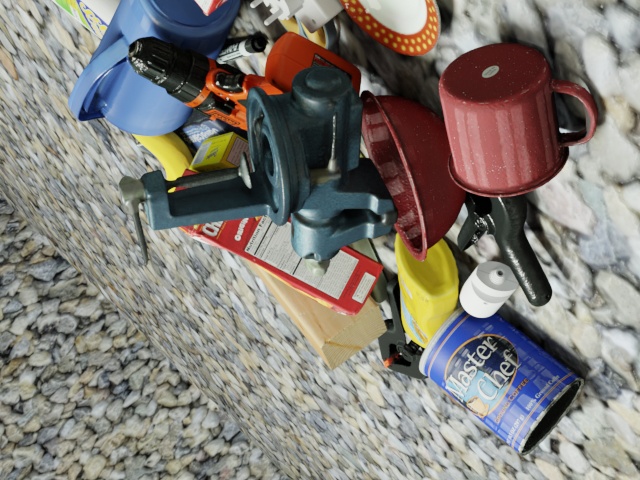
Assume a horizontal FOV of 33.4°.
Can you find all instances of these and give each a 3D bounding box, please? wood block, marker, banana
[{"bbox_3d":[-0.016,0.050,1.358,0.206,0.090,0.091,51,172,26],"label":"wood block"},{"bbox_3d":[-0.089,-0.210,1.173,0.020,0.020,0.121,54,161,-18],"label":"marker"},{"bbox_3d":[-0.187,-0.098,1.320,0.070,0.037,0.197,22,161,20],"label":"banana"}]

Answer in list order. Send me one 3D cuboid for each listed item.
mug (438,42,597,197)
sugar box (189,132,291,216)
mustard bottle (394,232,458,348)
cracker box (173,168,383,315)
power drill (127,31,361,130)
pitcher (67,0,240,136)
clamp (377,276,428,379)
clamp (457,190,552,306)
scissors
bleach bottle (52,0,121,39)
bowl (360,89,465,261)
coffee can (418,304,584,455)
[{"bbox_3d":[0.145,-0.092,0.791,0.117,0.093,0.081,2,134,23],"label":"mug"},{"bbox_3d":[-0.057,-0.063,1.247,0.176,0.048,0.093,31,165,-24],"label":"sugar box"},{"bbox_3d":[0.119,0.068,1.190,0.191,0.058,0.096,80,167,-59],"label":"mustard bottle"},{"bbox_3d":[-0.058,0.001,1.189,0.213,0.072,0.164,28,178,-19],"label":"cracker box"},{"bbox_3d":[-0.068,-0.153,1.012,0.184,0.057,0.188,21,170,-39],"label":"power drill"},{"bbox_3d":[-0.176,-0.210,1.146,0.145,0.149,0.243,15,159,-16],"label":"pitcher"},{"bbox_3d":[0.128,0.139,1.365,0.164,0.036,0.210,45,158,10],"label":"clamp"},{"bbox_3d":[0.164,-0.015,0.961,0.120,0.039,0.171,38,160,32],"label":"clamp"},{"bbox_3d":[-0.003,-0.177,1.050,0.096,0.016,0.201,38,161,34],"label":"scissors"},{"bbox_3d":[-0.247,-0.275,1.334,0.251,0.068,0.102,41,161,14],"label":"bleach bottle"},{"bbox_3d":[0.087,-0.066,0.957,0.162,0.055,0.162,161,90,-84],"label":"bowl"},{"bbox_3d":[0.190,0.142,1.125,0.140,0.102,0.103,39,160,25],"label":"coffee can"}]
